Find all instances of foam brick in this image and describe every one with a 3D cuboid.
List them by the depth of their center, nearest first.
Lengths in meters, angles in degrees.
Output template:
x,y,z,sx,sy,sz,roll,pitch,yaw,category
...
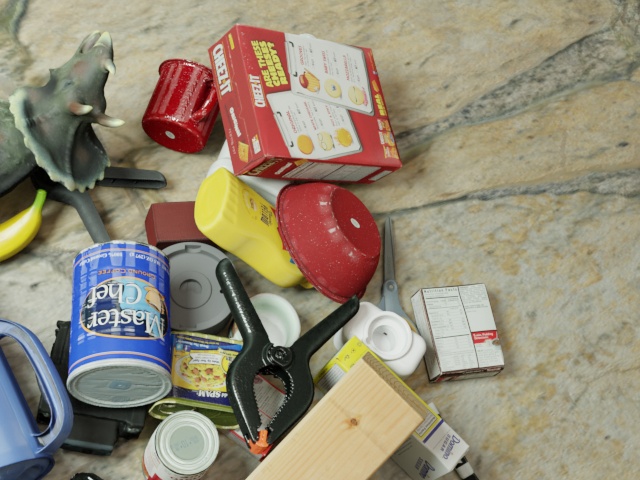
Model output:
x,y,z,sx,sy,sz,roll,pitch,yaw,category
-0.159,-0.012,1.236,0.078,0.053,0.051,-4,68,-18,foam brick

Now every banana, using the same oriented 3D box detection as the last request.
x,y,z,sx,sy,sz,roll,pitch,yaw,category
-0.387,0.001,1.160,0.197,0.037,0.069,-19,110,-18,banana

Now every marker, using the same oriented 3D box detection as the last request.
x,y,z,sx,sy,sz,roll,pitch,yaw,category
0.153,0.244,1.233,0.020,0.020,0.121,-25,76,-25,marker

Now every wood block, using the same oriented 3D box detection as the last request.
x,y,z,sx,sy,sz,roll,pitch,yaw,category
0.008,0.223,1.105,0.091,0.090,0.206,44,95,6,wood block

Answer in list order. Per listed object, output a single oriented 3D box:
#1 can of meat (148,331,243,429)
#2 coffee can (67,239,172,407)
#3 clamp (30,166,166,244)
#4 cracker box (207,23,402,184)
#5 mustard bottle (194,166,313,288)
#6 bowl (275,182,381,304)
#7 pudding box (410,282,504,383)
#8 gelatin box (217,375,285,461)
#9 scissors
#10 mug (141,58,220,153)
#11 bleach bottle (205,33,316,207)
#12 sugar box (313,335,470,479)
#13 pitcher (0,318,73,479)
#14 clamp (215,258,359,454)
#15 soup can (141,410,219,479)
x,y,z,sx,sy,sz,roll,pitch,yaw,category
-0.126,0.148,1.134,0.102,0.058,0.084,13,60,-18,can of meat
-0.203,0.085,1.085,0.102,0.103,0.140,4,57,-15,coffee can
-0.277,-0.059,1.231,0.171,0.039,0.120,23,57,1,clamp
-0.017,-0.154,1.256,0.213,0.072,0.164,0,70,-41,cracker box
-0.058,0.001,1.230,0.191,0.058,0.096,38,28,-31,mustard bottle
0.021,-0.009,1.240,0.162,0.055,0.162,38,35,-32,bowl
0.166,0.110,1.287,0.090,0.039,0.113,-4,66,-18,pudding box
-0.079,0.188,1.183,0.089,0.030,0.073,35,62,4,gelatin box
0.068,0.067,1.289,0.096,0.016,0.202,-8,69,-20,scissors
-0.156,-0.160,1.273,0.093,0.117,0.081,34,62,-33,mug
-0.056,-0.160,1.329,0.102,0.068,0.250,24,60,-12,bleach bottle
0.077,0.192,1.192,0.176,0.093,0.048,42,62,4,sugar box
-0.360,0.140,1.064,0.148,0.145,0.243,-13,67,-37,pitcher
-0.038,0.124,1.129,0.164,0.036,0.210,10,60,-13,clamp
-0.146,0.221,1.107,0.068,0.102,0.068,7,65,-14,soup can
